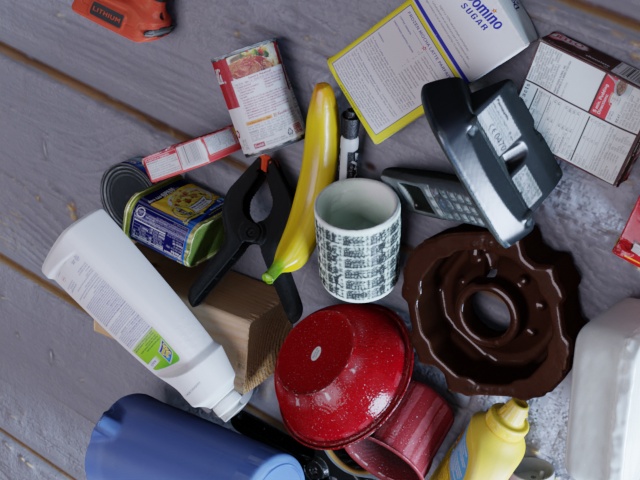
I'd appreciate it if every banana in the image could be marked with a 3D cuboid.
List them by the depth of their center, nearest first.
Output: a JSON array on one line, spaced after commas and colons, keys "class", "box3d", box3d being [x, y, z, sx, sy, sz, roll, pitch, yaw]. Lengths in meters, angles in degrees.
[{"class": "banana", "box3d": [-0.009, -0.052, 1.031, 0.037, 0.069, 0.198, 15, 96, 12]}]

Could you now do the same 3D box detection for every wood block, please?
[{"class": "wood block", "box3d": [-0.140, 0.079, 1.173, 0.206, 0.090, 0.090, 19, 118, 26]}]

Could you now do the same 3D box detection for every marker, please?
[{"class": "marker", "box3d": [0.027, -0.074, 1.028, 0.020, 0.020, 0.121, 23, 133, 24]}]

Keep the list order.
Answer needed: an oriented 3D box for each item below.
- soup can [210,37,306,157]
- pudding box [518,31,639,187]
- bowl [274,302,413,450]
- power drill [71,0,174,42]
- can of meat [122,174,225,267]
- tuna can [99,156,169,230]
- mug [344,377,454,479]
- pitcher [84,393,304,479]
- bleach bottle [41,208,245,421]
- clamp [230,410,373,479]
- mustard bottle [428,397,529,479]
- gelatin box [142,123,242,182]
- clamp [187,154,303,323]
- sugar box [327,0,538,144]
[{"class": "soup can", "box3d": [-0.059, -0.139, 1.044, 0.069, 0.068, 0.102, -11, 103, 36]}, {"class": "pudding box", "box3d": [0.221, -0.110, 0.893, 0.114, 0.039, 0.090, 32, 126, 21]}, {"class": "bowl", "box3d": [0.009, 0.121, 1.051, 0.162, 0.162, 0.055, -10, 144, 35]}, {"class": "power drill", "box3d": [-0.197, -0.308, 1.071, 0.185, 0.057, 0.188, 30, 123, 20]}, {"class": "can of meat", "box3d": [-0.144, -0.020, 1.129, 0.084, 0.101, 0.057, 25, 120, 20]}, {"class": "tuna can", "box3d": [-0.204, -0.050, 1.197, 0.086, 0.033, 0.086, 13, 116, 29]}, {"class": "mug", "box3d": [0.086, 0.197, 1.070, 0.093, 0.081, 0.117, 8, 142, 42]}, {"class": "pitcher", "box3d": [-0.135, 0.269, 1.212, 0.243, 0.148, 0.145, 11, 105, 37]}, {"class": "bleach bottle", "box3d": [-0.175, 0.088, 1.102, 0.251, 0.068, 0.103, 47, 140, 3]}, {"class": "clamp", "box3d": [0.005, 0.237, 1.176, 0.210, 0.036, 0.165, 50, 130, 9]}, {"class": "mustard bottle", "box3d": [0.149, 0.224, 1.040, 0.058, 0.096, 0.192, 25, 121, -2]}, {"class": "gelatin box", "box3d": [-0.129, -0.092, 1.106, 0.089, 0.073, 0.030, -15, 100, 37]}, {"class": "clamp", "box3d": [-0.057, 0.001, 1.080, 0.120, 0.039, 0.171, 17, 90, 8]}, {"class": "sugar box", "box3d": [0.096, -0.169, 0.946, 0.177, 0.048, 0.093, -30, 92, 35]}]
